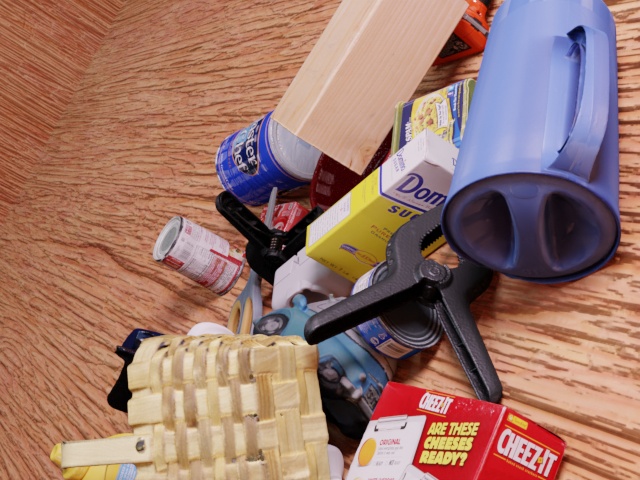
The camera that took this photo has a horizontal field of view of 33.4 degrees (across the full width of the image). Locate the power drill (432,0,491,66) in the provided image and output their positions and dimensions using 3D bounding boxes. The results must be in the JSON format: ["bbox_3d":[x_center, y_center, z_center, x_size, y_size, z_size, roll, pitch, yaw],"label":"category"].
[{"bbox_3d":[0.156,-0.290,1.197,0.185,0.057,0.187,-9,55,59],"label":"power drill"}]

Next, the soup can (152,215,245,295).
[{"bbox_3d":[-0.158,0.020,1.393,0.069,0.102,0.068,-43,30,32],"label":"soup can"}]

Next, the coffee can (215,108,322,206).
[{"bbox_3d":[-0.055,-0.108,1.337,0.141,0.102,0.102,-21,45,54],"label":"coffee can"}]

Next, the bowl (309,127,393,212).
[{"bbox_3d":[0.058,-0.085,1.160,0.162,0.055,0.162,-43,30,32],"label":"bowl"}]

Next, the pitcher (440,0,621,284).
[{"bbox_3d":[0.183,-0.101,0.859,0.149,0.145,0.242,-12,46,32],"label":"pitcher"}]

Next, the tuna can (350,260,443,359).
[{"bbox_3d":[0.068,0.062,0.947,0.034,0.086,0.086,-37,33,43],"label":"tuna can"}]

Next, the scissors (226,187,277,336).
[{"bbox_3d":[-0.083,0.042,1.283,0.096,0.016,0.201,-29,51,60],"label":"scissors"}]

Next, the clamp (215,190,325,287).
[{"bbox_3d":[-0.058,0.001,1.184,0.171,0.120,0.039,99,-167,-57],"label":"clamp"}]

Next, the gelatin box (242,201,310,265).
[{"bbox_3d":[-0.054,-0.007,1.313,0.089,0.030,0.073,-4,59,61],"label":"gelatin box"}]

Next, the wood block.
[{"bbox_3d":[0.049,-0.185,1.106,0.206,0.090,0.090,-58,27,6],"label":"wood block"}]

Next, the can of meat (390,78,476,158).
[{"bbox_3d":[0.120,-0.101,1.041,0.084,0.057,0.102,-19,48,34],"label":"can of meat"}]

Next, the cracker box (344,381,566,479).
[{"bbox_3d":[0.072,0.221,0.781,0.164,0.072,0.213,-1,62,64],"label":"cracker box"}]

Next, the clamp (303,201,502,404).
[{"bbox_3d":[0.101,0.045,0.902,0.209,0.165,0.036,-55,-15,-41],"label":"clamp"}]

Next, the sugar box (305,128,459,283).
[{"bbox_3d":[0.075,-0.023,1.017,0.177,0.093,0.048,-38,33,39],"label":"sugar box"}]
